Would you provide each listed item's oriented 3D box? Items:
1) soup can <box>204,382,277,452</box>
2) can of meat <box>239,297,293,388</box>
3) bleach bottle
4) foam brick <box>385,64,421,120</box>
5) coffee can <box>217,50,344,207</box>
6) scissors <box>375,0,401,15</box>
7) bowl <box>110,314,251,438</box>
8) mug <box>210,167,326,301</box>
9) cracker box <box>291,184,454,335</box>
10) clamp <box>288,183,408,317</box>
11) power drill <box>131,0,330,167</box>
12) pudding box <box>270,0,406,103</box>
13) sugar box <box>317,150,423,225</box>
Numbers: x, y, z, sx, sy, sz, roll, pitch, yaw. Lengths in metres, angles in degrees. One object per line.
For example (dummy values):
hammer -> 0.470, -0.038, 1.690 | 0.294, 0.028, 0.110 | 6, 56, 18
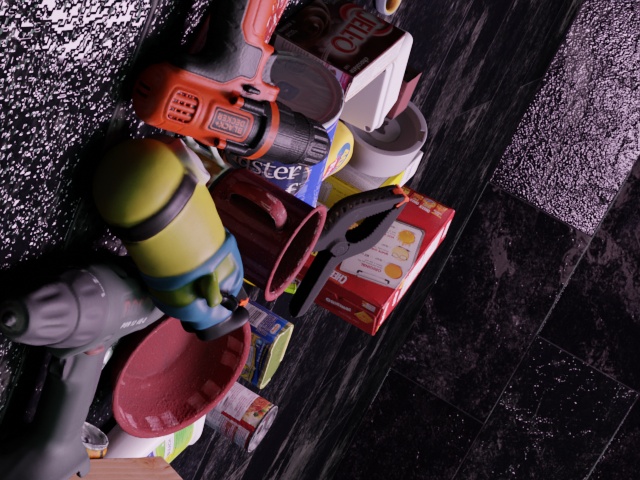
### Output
soup can -> -0.115, 0.216, 1.369 | 0.068, 0.102, 0.068 | -55, 166, -21
can of meat -> -0.088, 0.122, 1.307 | 0.057, 0.084, 0.102 | -46, 161, -47
bleach bottle -> -0.221, 0.249, 1.131 | 0.250, 0.068, 0.103 | -45, 160, -42
foam brick -> 0.068, -0.185, 1.238 | 0.052, 0.078, 0.051 | -44, 160, -56
coffee can -> -0.042, -0.086, 0.971 | 0.102, 0.103, 0.140 | -50, 164, -39
scissors -> 0.080, -0.310, 1.145 | 0.096, 0.016, 0.201 | -59, 168, -11
bowl -> -0.148, 0.114, 1.048 | 0.161, 0.055, 0.162 | -28, 139, -28
mug -> -0.053, -0.013, 0.891 | 0.093, 0.081, 0.117 | -55, 167, -18
cracker box -> 0.056, 0.004, 1.422 | 0.213, 0.164, 0.072 | -50, 162, -39
clamp -> 0.015, 0.007, 1.278 | 0.210, 0.036, 0.164 | -31, 144, -2
power drill -> -0.035, -0.151, 0.808 | 0.184, 0.057, 0.188 | 12, 105, -44
pudding box -> 0.016, -0.184, 1.006 | 0.113, 0.090, 0.039 | -47, 163, -43
sugar box -> 0.056, -0.089, 1.371 | 0.176, 0.093, 0.048 | -41, 158, -55
